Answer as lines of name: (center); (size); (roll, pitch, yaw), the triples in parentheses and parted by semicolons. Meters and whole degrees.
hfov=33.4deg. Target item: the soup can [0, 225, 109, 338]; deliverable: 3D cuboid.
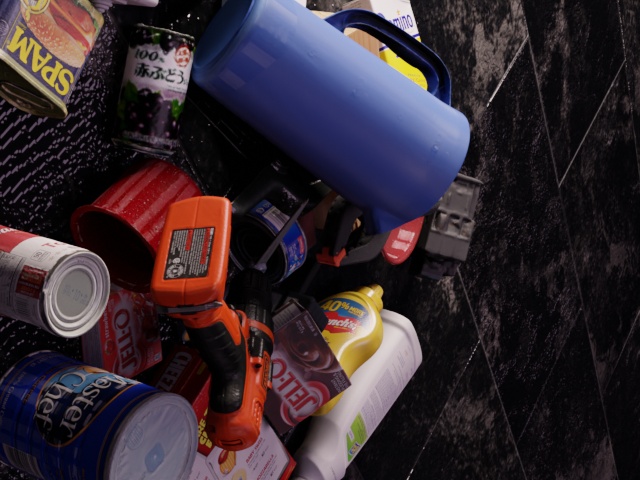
soup can: (-0.217, 0.030, 0.800); (0.068, 0.102, 0.068); (-26, 122, -51)

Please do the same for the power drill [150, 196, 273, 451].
power drill: (-0.079, 0.053, 0.883); (0.187, 0.057, 0.184); (73, 14, -46)

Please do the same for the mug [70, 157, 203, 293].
mug: (-0.153, -0.010, 0.911); (0.081, 0.093, 0.117); (-52, 173, -38)

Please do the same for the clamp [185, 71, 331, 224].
clamp: (-0.058, -0.081, 0.999); (0.209, 0.036, 0.164); (8, 56, -59)

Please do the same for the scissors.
scissors: (-0.079, 0.037, 1.010); (0.096, 0.016, 0.202); (-20, 153, -36)

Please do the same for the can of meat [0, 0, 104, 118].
can of meat: (-0.214, -0.151, 0.783); (0.102, 0.058, 0.084); (45, 61, -55)

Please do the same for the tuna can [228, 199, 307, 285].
tuna can: (-0.057, 0.001, 1.057); (0.033, 0.086, 0.086); (-40, 133, -41)

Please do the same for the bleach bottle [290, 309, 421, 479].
bleach bottle: (0.034, 0.207, 1.299); (0.250, 0.068, 0.102); (-53, 141, -30)

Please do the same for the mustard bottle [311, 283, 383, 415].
mustard bottle: (0.016, 0.111, 1.201); (0.191, 0.096, 0.058); (-46, 136, -39)

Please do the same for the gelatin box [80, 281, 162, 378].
gelatin box: (-0.177, 0.080, 0.950); (0.073, 0.030, 0.089); (-28, 123, -50)

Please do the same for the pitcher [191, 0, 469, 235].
pitcher: (0.012, -0.132, 0.968); (0.242, 0.145, 0.149); (33, 27, -26)

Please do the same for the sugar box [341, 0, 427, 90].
sugar box: (0.085, -0.182, 1.188); (0.093, 0.048, 0.176); (-11, 88, -56)

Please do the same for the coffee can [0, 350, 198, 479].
coffee can: (-0.184, 0.155, 0.862); (0.102, 0.141, 0.103); (-26, 123, -51)

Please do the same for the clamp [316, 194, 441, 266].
clamp: (0.054, -0.043, 1.089); (0.171, 0.039, 0.120); (-40, 115, -35)

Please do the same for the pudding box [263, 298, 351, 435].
pudding box: (-0.033, 0.126, 1.061); (0.090, 0.039, 0.113); (-35, 121, -8)

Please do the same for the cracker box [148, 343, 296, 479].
cracker box: (-0.121, 0.230, 1.056); (0.164, 0.072, 0.213); (-59, 143, -27)
